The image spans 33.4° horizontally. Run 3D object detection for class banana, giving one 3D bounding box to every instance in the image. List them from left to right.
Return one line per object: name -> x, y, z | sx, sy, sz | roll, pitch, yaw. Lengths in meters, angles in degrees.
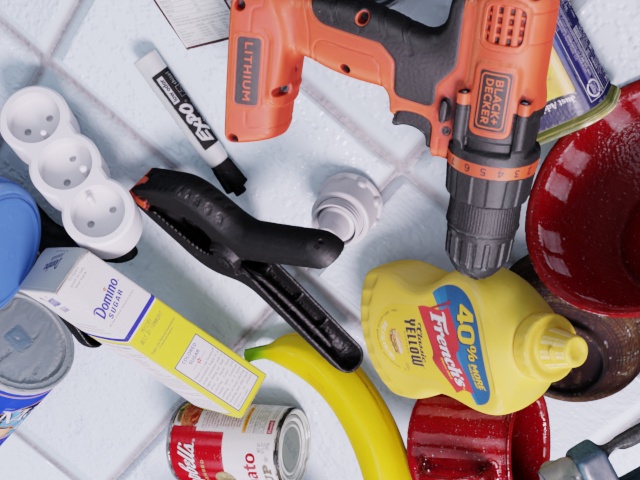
banana -> 0.021, 0.136, 0.806 | 0.198, 0.037, 0.070 | 51, 118, 24

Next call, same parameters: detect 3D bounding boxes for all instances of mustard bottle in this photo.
mustard bottle -> 0.100, 0.063, 0.691 | 0.192, 0.058, 0.096 | 0, 103, 60

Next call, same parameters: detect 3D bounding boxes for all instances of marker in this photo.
marker -> -0.092, -0.083, 0.769 | 0.020, 0.020, 0.121 | -25, 107, 33

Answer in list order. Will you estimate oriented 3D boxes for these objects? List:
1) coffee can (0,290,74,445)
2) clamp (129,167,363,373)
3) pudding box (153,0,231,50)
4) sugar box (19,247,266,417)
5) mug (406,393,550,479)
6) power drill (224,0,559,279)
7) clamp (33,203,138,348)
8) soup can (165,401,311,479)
coffee can -> -0.291, 0.119, 0.925 | 0.103, 0.102, 0.141 | 42, 127, -5
clamp -> -0.055, 0.001, 0.756 | 0.210, 0.036, 0.164 | 34, 156, 19
pudding box -> -0.071, -0.179, 0.670 | 0.090, 0.039, 0.113 | -7, 135, 28
sugar box -> -0.134, 0.069, 0.810 | 0.176, 0.048, 0.093 | 41, 159, -25
mug -> 0.109, 0.152, 0.767 | 0.082, 0.117, 0.093 | -1, 107, 29
power drill -> 0.038, -0.077, 0.627 | 0.188, 0.057, 0.184 | 14, 117, 16
clamp -> -0.225, 0.002, 0.866 | 0.171, 0.039, 0.120 | 38, 122, -1
soup can -> -0.067, 0.169, 0.880 | 0.102, 0.068, 0.068 | -1, 119, 23
